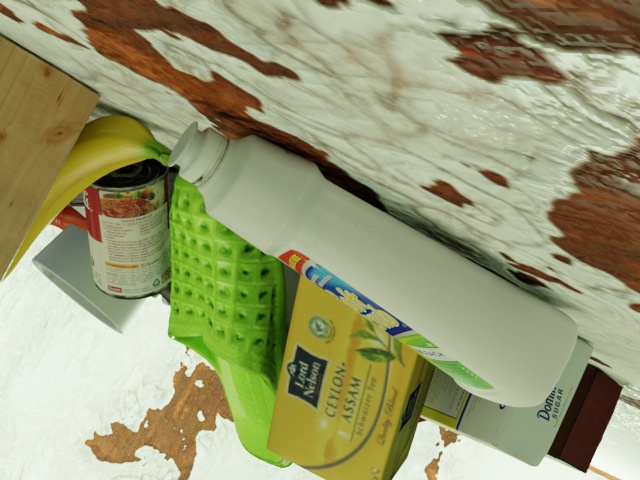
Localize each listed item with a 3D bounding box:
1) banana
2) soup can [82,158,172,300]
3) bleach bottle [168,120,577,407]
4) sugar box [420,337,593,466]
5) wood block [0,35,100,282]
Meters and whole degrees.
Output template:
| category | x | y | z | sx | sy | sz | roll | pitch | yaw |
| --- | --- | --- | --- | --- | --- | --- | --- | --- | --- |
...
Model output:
| category | x | y | z | sx | sy | sz | roll | pitch | yaw |
| --- | --- | --- | --- | --- | --- | --- | --- | --- | --- |
| banana | -0.185 | -0.032 | 0.751 | 0.037 | 0.198 | 0.069 | 37 | -152 | -38 |
| soup can | -0.148 | -0.013 | 0.832 | 0.069 | 0.068 | 0.102 | 23 | 129 | 31 |
| bleach bottle | 0.024 | 0.010 | 0.611 | 0.250 | 0.068 | 0.103 | 31 | 171 | -20 |
| sugar box | 0.126 | 0.103 | 0.789 | 0.048 | 0.093 | 0.176 | 28 | 173 | -16 |
| wood block | -0.243 | -0.029 | 0.701 | 0.090 | 0.206 | 0.091 | 31 | 172 | -31 |
